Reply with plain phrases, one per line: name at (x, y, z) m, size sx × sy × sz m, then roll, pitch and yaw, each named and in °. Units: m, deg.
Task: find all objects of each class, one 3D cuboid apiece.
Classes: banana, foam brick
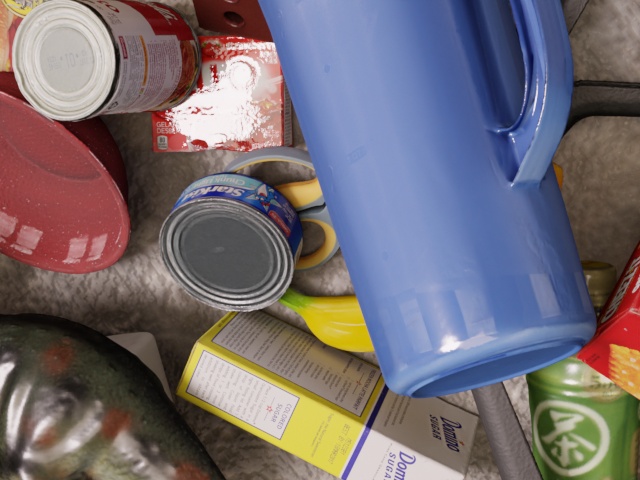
banana at (0.069, 0.022, 0.658) m, size 0.198 × 0.037 × 0.069 m, roll -26°, pitch 112°, yaw 16°
foam brick at (-0.046, -0.162, 0.624) m, size 0.053 × 0.078 × 0.051 m, roll 13°, pitch 63°, yaw 13°

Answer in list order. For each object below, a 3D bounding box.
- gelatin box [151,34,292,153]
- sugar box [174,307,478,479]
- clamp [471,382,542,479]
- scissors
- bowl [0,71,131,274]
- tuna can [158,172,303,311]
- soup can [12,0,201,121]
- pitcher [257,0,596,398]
gelatin box at (-0.063, -0.093, 0.674) m, size 0.089 × 0.030 × 0.073 m, roll 2°, pitch 101°, yaw 12°
sugar box at (0.008, 0.104, 0.664) m, size 0.176 × 0.093 × 0.048 m, roll 28°, pitch 108°, yaw 6°
clamp at (0.131, 0.165, 0.600) m, size 0.164 × 0.036 × 0.210 m, roll 22°, pitch 100°, yaw 3°
scissors at (0.036, -0.023, 0.656) m, size 0.202 × 0.016 × 0.096 m, roll -1°, pitch 123°, yaw 13°
bowl at (-0.182, -0.052, 0.673) m, size 0.162 × 0.055 × 0.162 m, roll 15°, pitch 141°, yaw 13°
tuna can at (-0.054, 0.001, 0.661) m, size 0.086 × 0.033 × 0.086 m, roll 8°, pitch 127°, yaw 10°
soup can at (-0.121, -0.105, 0.616) m, size 0.069 × 0.102 × 0.068 m, roll 4°, pitch 102°, yaw 19°
pitcher at (0.061, -0.052, 0.546) m, size 0.145 × 0.149 × 0.243 m, roll -17°, pitch 74°, yaw 7°
